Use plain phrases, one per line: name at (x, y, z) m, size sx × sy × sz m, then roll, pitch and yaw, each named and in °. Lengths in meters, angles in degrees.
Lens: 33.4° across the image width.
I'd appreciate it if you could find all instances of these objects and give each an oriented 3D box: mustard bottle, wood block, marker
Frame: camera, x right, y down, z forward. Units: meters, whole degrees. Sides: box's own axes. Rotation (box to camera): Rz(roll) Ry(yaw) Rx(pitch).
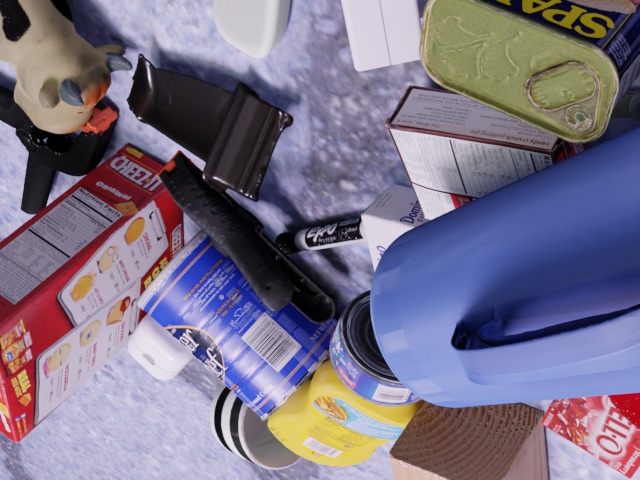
mustard bottle at (0.033, 0.135, 0.888) m, size 0.096 × 0.058 × 0.192 m, roll 27°, pitch 147°, yaw -12°
wood block at (0.128, 0.222, 0.865) m, size 0.091 × 0.090 × 0.206 m, roll 16°, pitch 138°, yaw 32°
marker at (0.006, -0.003, 0.805) m, size 0.121 × 0.020 × 0.020 m, roll -10°, pitch 120°, yaw 49°

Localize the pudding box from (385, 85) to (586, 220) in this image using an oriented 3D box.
pudding box at (0.104, -0.043, 0.637) m, size 0.114 × 0.039 × 0.090 m, roll 13°, pitch 146°, yaw 34°

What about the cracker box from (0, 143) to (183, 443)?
cracker box at (-0.210, 0.043, 0.899) m, size 0.072 × 0.213 × 0.164 m, roll 32°, pitch 144°, yaw 19°

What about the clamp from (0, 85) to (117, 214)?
clamp at (-0.247, -0.089, 0.951) m, size 0.210 × 0.036 × 0.164 m, roll 5°, pitch 131°, yaw 41°

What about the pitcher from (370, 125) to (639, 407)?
pitcher at (0.130, 0.021, 0.528) m, size 0.149 × 0.145 × 0.243 m, roll 23°, pitch 153°, yaw -31°

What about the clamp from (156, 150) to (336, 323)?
clamp at (-0.055, 0.001, 0.804) m, size 0.172 × 0.039 × 0.120 m, roll 49°, pitch -179°, yaw 27°

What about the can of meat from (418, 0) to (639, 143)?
can of meat at (0.114, -0.106, 0.530) m, size 0.102 × 0.083 × 0.057 m, roll 27°, pitch 143°, yaw 22°

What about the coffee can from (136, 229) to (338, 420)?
coffee can at (-0.064, 0.062, 0.872) m, size 0.140 × 0.102 × 0.103 m, roll 43°, pitch 146°, yaw 0°

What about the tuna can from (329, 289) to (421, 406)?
tuna can at (0.052, 0.077, 0.789) m, size 0.086 × 0.086 × 0.034 m, roll 34°, pitch 143°, yaw 12°
